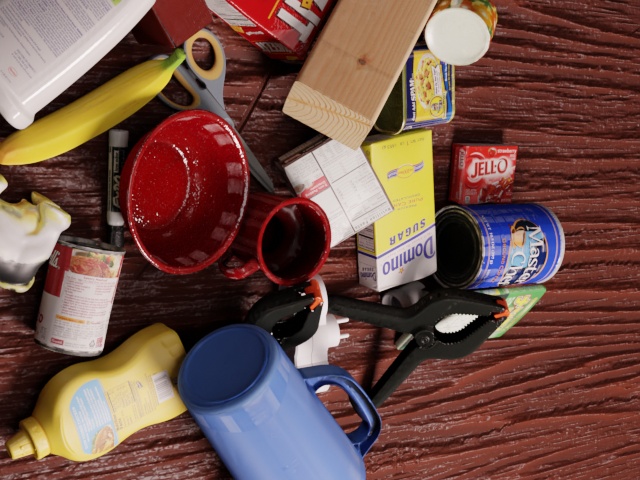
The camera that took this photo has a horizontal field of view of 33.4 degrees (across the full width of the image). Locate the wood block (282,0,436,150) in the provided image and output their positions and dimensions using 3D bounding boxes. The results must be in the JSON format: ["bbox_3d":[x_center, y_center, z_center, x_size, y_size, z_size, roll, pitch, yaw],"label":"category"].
[{"bbox_3d":[0.051,-0.212,1.106,0.091,0.090,0.206,28,73,-3],"label":"wood block"}]

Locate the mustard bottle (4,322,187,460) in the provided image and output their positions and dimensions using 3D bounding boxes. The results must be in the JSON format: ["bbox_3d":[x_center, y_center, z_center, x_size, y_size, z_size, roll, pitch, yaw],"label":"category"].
[{"bbox_3d":[-0.219,0.162,1.052,0.191,0.058,0.096,-26,121,-29],"label":"mustard bottle"}]

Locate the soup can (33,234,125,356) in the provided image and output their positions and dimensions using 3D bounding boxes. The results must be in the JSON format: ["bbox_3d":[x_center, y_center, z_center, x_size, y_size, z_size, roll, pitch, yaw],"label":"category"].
[{"bbox_3d":[-0.229,0.052,1.013,0.068,0.069,0.102,10,96,-37],"label":"soup can"}]

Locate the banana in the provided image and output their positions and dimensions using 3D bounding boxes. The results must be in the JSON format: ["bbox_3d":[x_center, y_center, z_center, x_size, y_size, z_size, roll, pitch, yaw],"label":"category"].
[{"bbox_3d":[-0.214,-0.121,0.987,0.197,0.070,0.037,-35,80,-16],"label":"banana"}]

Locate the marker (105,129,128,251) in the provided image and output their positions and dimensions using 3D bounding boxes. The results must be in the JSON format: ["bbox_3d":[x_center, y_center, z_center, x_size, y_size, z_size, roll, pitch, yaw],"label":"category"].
[{"bbox_3d":[-0.199,-0.047,1.042,0.020,0.020,0.121,-4,103,-36],"label":"marker"}]

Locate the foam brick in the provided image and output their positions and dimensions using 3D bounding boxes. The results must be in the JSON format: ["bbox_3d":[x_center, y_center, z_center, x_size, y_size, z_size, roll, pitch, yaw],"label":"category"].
[{"bbox_3d":[-0.147,-0.218,1.003,0.051,0.078,0.053,-40,121,-21],"label":"foam brick"}]

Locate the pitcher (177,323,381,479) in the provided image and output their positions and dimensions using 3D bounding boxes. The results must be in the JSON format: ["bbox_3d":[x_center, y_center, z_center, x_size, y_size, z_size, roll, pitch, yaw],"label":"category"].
[{"bbox_3d":[-0.042,0.191,1.109,0.242,0.145,0.149,63,38,-43],"label":"pitcher"}]

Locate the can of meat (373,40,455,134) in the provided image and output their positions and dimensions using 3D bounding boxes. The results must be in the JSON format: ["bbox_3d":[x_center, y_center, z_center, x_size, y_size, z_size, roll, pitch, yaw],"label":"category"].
[{"bbox_3d":[0.105,-0.177,1.212,0.083,0.058,0.102,-13,108,-35],"label":"can of meat"}]

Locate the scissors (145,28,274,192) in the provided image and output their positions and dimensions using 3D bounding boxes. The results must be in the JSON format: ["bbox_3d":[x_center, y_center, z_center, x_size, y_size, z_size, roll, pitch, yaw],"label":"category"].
[{"bbox_3d":[-0.095,-0.139,1.099,0.201,0.016,0.096,36,79,-36],"label":"scissors"}]

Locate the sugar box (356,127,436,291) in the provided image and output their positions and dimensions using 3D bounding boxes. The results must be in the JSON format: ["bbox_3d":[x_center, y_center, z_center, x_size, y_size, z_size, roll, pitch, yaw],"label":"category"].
[{"bbox_3d":[0.087,-0.037,1.238,0.093,0.048,0.176,-16,109,-32],"label":"sugar box"}]

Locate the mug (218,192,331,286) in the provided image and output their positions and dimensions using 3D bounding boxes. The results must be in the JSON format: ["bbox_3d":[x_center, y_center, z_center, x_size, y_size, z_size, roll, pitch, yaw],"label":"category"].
[{"bbox_3d":[-0.057,0.001,1.118,0.117,0.082,0.093,-40,121,-23],"label":"mug"}]

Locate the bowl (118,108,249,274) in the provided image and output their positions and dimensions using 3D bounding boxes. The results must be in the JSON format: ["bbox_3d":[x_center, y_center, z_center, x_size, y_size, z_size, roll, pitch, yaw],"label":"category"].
[{"bbox_3d":[-0.144,-0.051,1.047,0.161,0.055,0.162,-17,113,-48],"label":"bowl"}]

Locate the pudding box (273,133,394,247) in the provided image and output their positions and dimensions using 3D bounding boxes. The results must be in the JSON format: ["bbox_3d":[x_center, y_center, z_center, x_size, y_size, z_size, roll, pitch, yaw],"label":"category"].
[{"bbox_3d":[0.016,-0.059,1.159,0.090,0.039,0.113,-31,111,-4],"label":"pudding box"}]

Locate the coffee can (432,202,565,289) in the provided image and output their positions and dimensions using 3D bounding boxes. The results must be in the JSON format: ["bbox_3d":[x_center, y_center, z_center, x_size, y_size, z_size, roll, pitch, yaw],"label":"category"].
[{"bbox_3d":[0.213,0.006,1.305,0.140,0.103,0.103,-3,103,-36],"label":"coffee can"}]

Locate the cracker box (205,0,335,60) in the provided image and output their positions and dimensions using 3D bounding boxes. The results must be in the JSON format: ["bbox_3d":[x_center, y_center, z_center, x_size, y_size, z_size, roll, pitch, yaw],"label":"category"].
[{"bbox_3d":[-0.066,-0.302,1.046,0.213,0.072,0.164,34,81,-37],"label":"cracker box"}]

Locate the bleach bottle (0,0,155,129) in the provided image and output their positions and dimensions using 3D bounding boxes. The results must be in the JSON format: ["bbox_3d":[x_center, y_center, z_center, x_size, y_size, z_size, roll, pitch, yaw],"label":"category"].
[{"bbox_3d":[-0.192,-0.210,0.924,0.251,0.068,0.102,-37,97,-3],"label":"bleach bottle"}]

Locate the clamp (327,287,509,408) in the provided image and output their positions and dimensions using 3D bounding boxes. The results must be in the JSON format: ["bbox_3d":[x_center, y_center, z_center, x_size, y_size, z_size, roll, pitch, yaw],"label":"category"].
[{"bbox_3d":[0.118,0.115,1.243,0.210,0.036,0.164,-12,119,7],"label":"clamp"}]

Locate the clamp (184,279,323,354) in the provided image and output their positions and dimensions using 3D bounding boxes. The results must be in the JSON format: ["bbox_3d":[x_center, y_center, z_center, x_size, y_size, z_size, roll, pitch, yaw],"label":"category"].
[{"bbox_3d":[-0.053,0.106,1.130,0.172,0.039,0.120,-33,141,21],"label":"clamp"}]

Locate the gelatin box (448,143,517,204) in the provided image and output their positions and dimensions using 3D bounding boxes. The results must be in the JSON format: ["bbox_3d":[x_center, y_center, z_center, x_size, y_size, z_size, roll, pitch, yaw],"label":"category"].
[{"bbox_3d":[0.201,-0.083,1.320,0.089,0.030,0.073,-3,102,-36],"label":"gelatin box"}]
